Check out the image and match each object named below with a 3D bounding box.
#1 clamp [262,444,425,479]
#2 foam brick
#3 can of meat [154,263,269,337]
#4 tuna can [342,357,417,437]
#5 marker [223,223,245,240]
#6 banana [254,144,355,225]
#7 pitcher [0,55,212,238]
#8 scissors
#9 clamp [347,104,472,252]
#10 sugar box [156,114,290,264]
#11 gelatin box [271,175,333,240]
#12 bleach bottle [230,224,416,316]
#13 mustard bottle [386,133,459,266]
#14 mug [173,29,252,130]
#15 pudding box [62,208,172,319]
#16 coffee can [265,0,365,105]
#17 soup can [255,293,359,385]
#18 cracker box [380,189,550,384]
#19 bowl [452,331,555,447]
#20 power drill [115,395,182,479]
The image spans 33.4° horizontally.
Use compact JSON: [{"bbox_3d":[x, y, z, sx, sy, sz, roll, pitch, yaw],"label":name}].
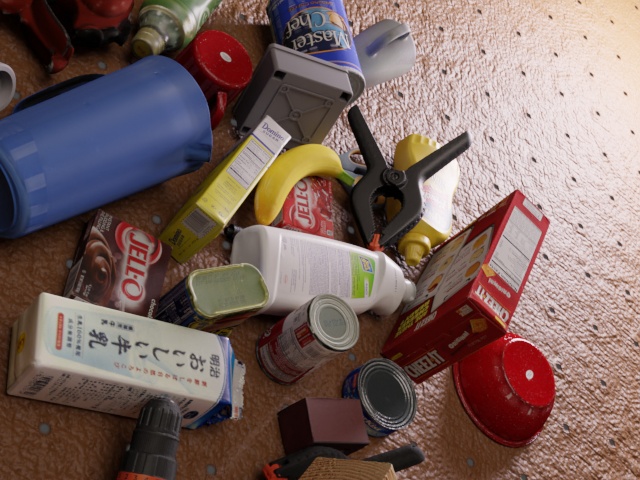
[{"bbox_3d":[0.027,0.248,1.102,0.171,0.039,0.120,25,88,-26],"label":"clamp"},{"bbox_3d":[0.003,0.200,1.137,0.078,0.053,0.051,8,59,-36],"label":"foam brick"},{"bbox_3d":[-0.115,0.066,1.101,0.101,0.084,0.057,-9,70,-43],"label":"can of meat"},{"bbox_3d":[0.067,0.180,1.217,0.086,0.034,0.086,20,53,-29],"label":"tuna can"},{"bbox_3d":[-0.058,0.001,1.235,0.120,0.020,0.020,14,56,-33],"label":"marker"},{"bbox_3d":[-0.026,-0.074,1.246,0.070,0.037,0.197,50,38,10],"label":"banana"},{"bbox_3d":[-0.243,-0.097,1.079,0.242,0.149,0.145,-30,100,-43],"label":"pitcher"},{"bbox_3d":[0.013,-0.086,1.351,0.201,0.016,0.096,1,63,-39],"label":"scissors"},{"bbox_3d":[0.102,-0.074,1.340,0.164,0.036,0.210,7,61,5],"label":"clamp"},{"bbox_3d":[-0.106,-0.059,1.181,0.048,0.094,0.176,41,44,-12],"label":"sugar box"},{"bbox_3d":[-0.021,-0.041,1.284,0.073,0.030,0.089,20,52,-29],"label":"gelatin box"},{"bbox_3d":[0.014,0.051,1.233,0.250,0.068,0.102,13,72,-39],"label":"bleach bottle"},{"bbox_3d":[0.131,-0.045,1.393,0.096,0.058,0.191,35,47,-25],"label":"mustard bottle"},{"bbox_3d":[-0.131,-0.182,1.244,0.093,0.082,0.117,14,56,-33],"label":"mug"},{"bbox_3d":[-0.205,0.036,1.077,0.090,0.039,0.113,28,49,-23],"label":"pudding box"},{"bbox_3d":[-0.007,-0.248,1.374,0.102,0.103,0.140,6,60,-37],"label":"coffee can"},{"bbox_3d":[-0.014,0.106,1.146,0.068,0.102,0.068,20,53,-29],"label":"soup can"},{"bbox_3d":[0.180,0.057,1.294,0.072,0.164,0.213,41,45,-9],"label":"cracker box"},{"bbox_3d":[0.245,0.176,1.352,0.161,0.055,0.162,20,53,-29],"label":"bowl"},{"bbox_3d":[-0.106,0.252,0.988,0.187,0.057,0.184,21,71,-27],"label":"power drill"}]
